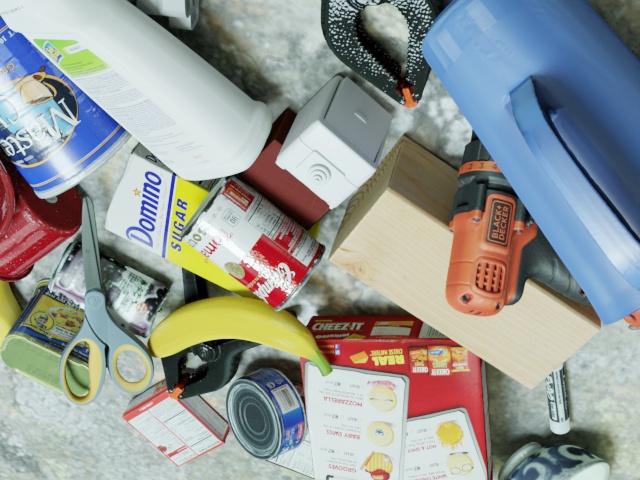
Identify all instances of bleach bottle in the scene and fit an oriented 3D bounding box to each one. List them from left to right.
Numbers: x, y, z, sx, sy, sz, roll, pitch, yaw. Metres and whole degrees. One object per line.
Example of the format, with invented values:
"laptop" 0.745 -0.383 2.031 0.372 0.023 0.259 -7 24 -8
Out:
"bleach bottle" -0.154 -0.143 0.805 0.103 0.068 0.250 -6 143 44

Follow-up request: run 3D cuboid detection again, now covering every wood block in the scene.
"wood block" 0.122 0.019 0.882 0.206 0.090 0.091 33 127 -9

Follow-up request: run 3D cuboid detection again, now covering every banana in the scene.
"banana" -0.083 0.083 0.959 0.198 0.037 0.069 3 104 30

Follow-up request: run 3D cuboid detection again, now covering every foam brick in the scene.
"foam brick" -0.019 -0.058 0.887 0.078 0.053 0.051 39 125 -14

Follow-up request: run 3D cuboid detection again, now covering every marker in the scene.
"marker" 0.216 0.128 0.981 0.020 0.020 0.121 -3 125 17

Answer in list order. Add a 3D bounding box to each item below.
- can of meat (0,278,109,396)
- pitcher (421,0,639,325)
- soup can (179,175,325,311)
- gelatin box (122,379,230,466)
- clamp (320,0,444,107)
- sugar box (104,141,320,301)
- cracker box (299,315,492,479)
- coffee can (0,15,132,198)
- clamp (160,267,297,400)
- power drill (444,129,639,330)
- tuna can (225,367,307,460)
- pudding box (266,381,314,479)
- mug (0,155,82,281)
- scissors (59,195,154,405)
"can of meat" -0.251 0.097 1.044 0.102 0.084 0.058 26 127 -5
"pitcher" 0.176 -0.071 0.723 0.243 0.145 0.149 54 164 7
"soup can" -0.056 0.001 0.876 0.102 0.068 0.069 38 126 -9
"gelatin box" -0.150 0.190 1.119 0.073 0.030 0.089 -32 112 30
"clamp" 0.024 -0.192 0.788 0.165 0.036 0.210 -6 124 19
"sugar box" -0.097 -0.014 0.945 0.176 0.048 0.093 25 127 -5
"cracker box" 0.074 0.176 0.988 0.164 0.072 0.214 -2 109 14
"coffee can" -0.233 -0.120 0.869 0.103 0.102 0.140 -23 116 28
"clamp" -0.097 0.098 1.031 0.120 0.039 0.172 29 128 6
"power drill" 0.191 -0.017 0.818 0.187 0.184 0.057 14 167 -12
"tuna can" -0.054 0.169 1.038 0.086 0.033 0.086 19 117 43
"pudding box" 0.006 0.201 1.079 0.113 0.039 0.090 22 127 1
"mug" -0.275 -0.031 0.957 0.082 0.093 0.117 -32 105 26
"scissors" -0.188 0.063 0.976 0.096 0.016 0.202 12 107 -12
